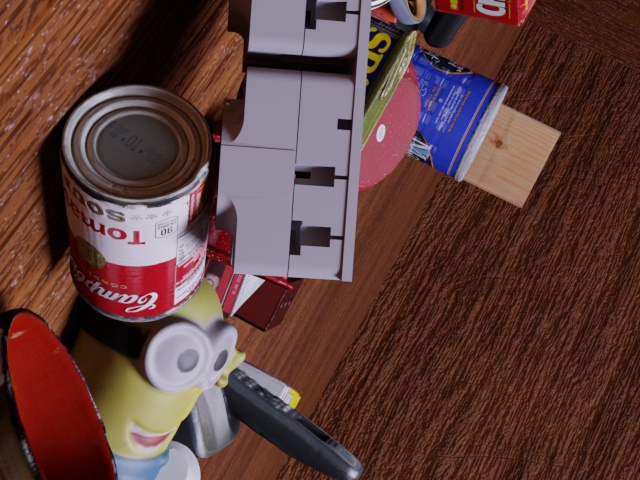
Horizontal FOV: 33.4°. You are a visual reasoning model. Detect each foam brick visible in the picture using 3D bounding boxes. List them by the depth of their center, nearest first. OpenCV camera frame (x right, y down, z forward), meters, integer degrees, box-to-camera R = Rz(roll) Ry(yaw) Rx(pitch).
[{"bbox_3d":[-0.054,0.048,0.985,0.053,0.051,0.078,-63,173,6],"label":"foam brick"}]

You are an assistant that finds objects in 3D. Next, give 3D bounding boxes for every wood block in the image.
[{"bbox_3d":[0.144,-0.121,1.153,0.091,0.206,0.090,-64,172,9],"label":"wood block"}]

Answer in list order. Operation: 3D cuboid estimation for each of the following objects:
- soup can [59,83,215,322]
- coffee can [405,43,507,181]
[{"bbox_3d":[-0.085,-0.015,0.499,0.068,0.068,0.102,-58,170,-33],"label":"soup can"},{"bbox_3d":[0.096,-0.133,1.038,0.102,0.140,0.103,-61,172,-15],"label":"coffee can"}]
